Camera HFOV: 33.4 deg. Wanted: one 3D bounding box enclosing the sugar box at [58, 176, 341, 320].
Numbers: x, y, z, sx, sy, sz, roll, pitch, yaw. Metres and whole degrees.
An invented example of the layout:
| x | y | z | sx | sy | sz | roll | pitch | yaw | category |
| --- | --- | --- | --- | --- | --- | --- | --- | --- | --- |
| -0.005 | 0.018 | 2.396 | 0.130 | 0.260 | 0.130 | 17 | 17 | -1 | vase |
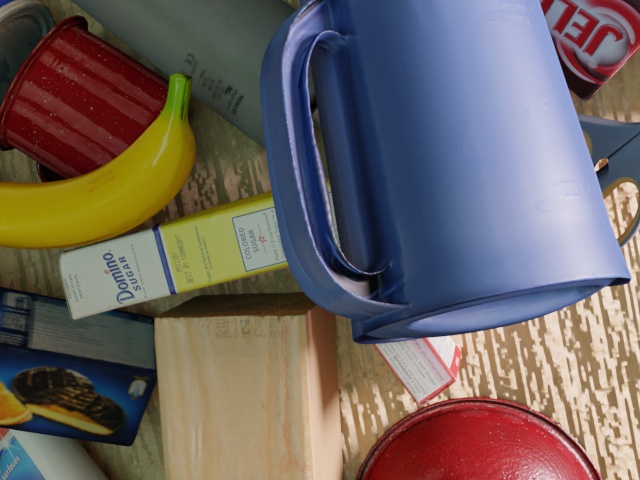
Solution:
| x | y | z | sx | sy | sz | roll | pitch | yaw | category |
| --- | --- | --- | --- | --- | --- | --- | --- | --- | --- |
| -0.054 | 0.000 | 0.622 | 0.176 | 0.093 | 0.048 | -12 | 93 | 10 | sugar box |

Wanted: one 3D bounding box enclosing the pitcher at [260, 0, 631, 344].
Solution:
| x | y | z | sx | sy | sz | roll | pitch | yaw | category |
| --- | --- | --- | --- | --- | --- | --- | --- | --- | --- |
| 0.048 | -0.075 | 0.517 | 0.145 | 0.149 | 0.243 | -14 | 79 | 8 | pitcher |

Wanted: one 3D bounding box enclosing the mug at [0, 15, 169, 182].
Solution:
| x | y | z | sx | sy | sz | roll | pitch | yaw | category |
| --- | --- | --- | --- | --- | --- | --- | --- | --- | --- |
| -0.136 | -0.064 | 0.639 | 0.081 | 0.093 | 0.117 | 32 | 129 | 0 | mug |

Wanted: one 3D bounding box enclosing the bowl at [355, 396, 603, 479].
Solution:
| x | y | z | sx | sy | sz | roll | pitch | yaw | category |
| --- | --- | --- | --- | --- | --- | --- | --- | --- | --- |
| 0.093 | 0.178 | 0.634 | 0.162 | 0.055 | 0.162 | 1 | 96 | 10 | bowl |

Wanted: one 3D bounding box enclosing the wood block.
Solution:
| x | y | z | sx | sy | sz | roll | pitch | yaw | category |
| --- | --- | --- | --- | --- | --- | --- | --- | --- | --- |
| -0.038 | 0.139 | 0.635 | 0.090 | 0.090 | 0.206 | -2 | 96 | 11 | wood block |

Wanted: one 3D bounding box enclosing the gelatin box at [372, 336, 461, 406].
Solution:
| x | y | z | sx | sy | sz | roll | pitch | yaw | category |
| --- | --- | --- | --- | --- | --- | --- | --- | --- | --- |
| 0.044 | 0.046 | 0.619 | 0.030 | 0.073 | 0.089 | -37 | 89 | 11 | gelatin box |

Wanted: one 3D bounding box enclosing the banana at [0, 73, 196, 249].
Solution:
| x | y | z | sx | sy | sz | roll | pitch | yaw | category |
| --- | --- | --- | --- | --- | --- | --- | --- | --- | --- |
| -0.142 | -0.029 | 0.588 | 0.198 | 0.037 | 0.069 | -16 | 87 | 21 | banana |
